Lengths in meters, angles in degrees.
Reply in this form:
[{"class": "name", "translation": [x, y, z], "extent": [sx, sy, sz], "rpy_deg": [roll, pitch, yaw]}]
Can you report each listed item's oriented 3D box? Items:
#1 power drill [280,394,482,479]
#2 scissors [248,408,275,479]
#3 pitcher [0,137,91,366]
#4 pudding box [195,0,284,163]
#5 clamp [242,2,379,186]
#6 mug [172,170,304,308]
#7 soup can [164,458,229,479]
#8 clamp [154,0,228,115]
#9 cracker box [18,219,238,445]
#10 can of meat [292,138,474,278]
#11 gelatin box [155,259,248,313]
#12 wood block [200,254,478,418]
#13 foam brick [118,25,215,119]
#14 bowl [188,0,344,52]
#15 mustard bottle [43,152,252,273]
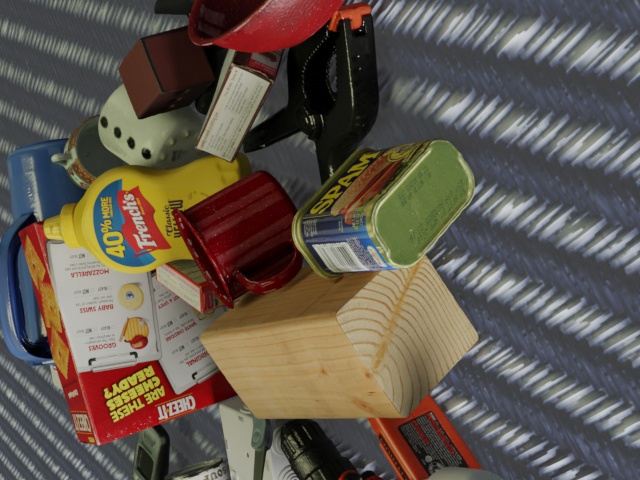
[{"class": "power drill", "translation": [0.043, 0.188, 0.859], "extent": [0.184, 0.057, 0.188], "rpy_deg": [53, 145, 22]}, {"class": "scissors", "translation": [-0.061, 0.165, 0.946], "extent": [0.096, 0.016, 0.202], "rpy_deg": [2, 75, 54]}, {"class": "pitcher", "translation": [-0.279, 0.015, 1.167], "extent": [0.149, 0.145, 0.243], "rpy_deg": [164, 97, -79]}, {"class": "pudding box", "translation": [-0.059, -0.129, 0.839], "extent": [0.114, 0.039, 0.090], "rpy_deg": [122, 164, -54]}, {"class": "clamp", "translation": [0.007, -0.083, 0.810], "extent": [0.165, 0.036, 0.210], "rpy_deg": [55, 146, 24]}, {"class": "mug", "translation": [-0.056, 0.001, 0.854], "extent": [0.117, 0.081, 0.093], "rpy_deg": [44, 160, 49]}, {"class": "soup can", "translation": [-0.120, 0.290, 1.130], "extent": [0.069, 0.068, 0.102], "rpy_deg": [-21, 86, 57]}, {"class": "clamp", "translation": [-0.091, -0.182, 0.912], "extent": [0.120, 0.039, 0.172], "rpy_deg": [65, 153, 0]}, {"class": "cracker box", "translation": [-0.181, 0.070, 1.036], "extent": [0.072, 0.163, 0.214], "rpy_deg": [-14, 92, 60]}, {"class": "can of meat", "translation": [0.044, -0.022, 0.725], "extent": [0.084, 0.102, 0.057], "rpy_deg": [-5, 126, 54]}, {"class": "gelatin box", "translation": [-0.101, 0.031, 0.984], "extent": [0.089, 0.073, 0.030], "rpy_deg": [27, 126, 48]}, {"class": "wood block", "translation": [0.006, 0.074, 0.811], "extent": [0.090, 0.090, 0.206], "rpy_deg": [56, 149, -12]}, {"class": "foam brick", "translation": [-0.133, -0.143, 0.917], "extent": [0.078, 0.052, 0.051], "rpy_deg": [-25, 87, 64]}, {"class": "bowl", "translation": [-0.021, -0.187, 0.746], "extent": [0.162, 0.055, 0.162], "rpy_deg": [-36, 34, 29]}, {"class": "mustard bottle", "translation": [-0.153, -0.021, 0.948], "extent": [0.058, 0.192, 0.096], "rpy_deg": [-59, -39, -74]}]
